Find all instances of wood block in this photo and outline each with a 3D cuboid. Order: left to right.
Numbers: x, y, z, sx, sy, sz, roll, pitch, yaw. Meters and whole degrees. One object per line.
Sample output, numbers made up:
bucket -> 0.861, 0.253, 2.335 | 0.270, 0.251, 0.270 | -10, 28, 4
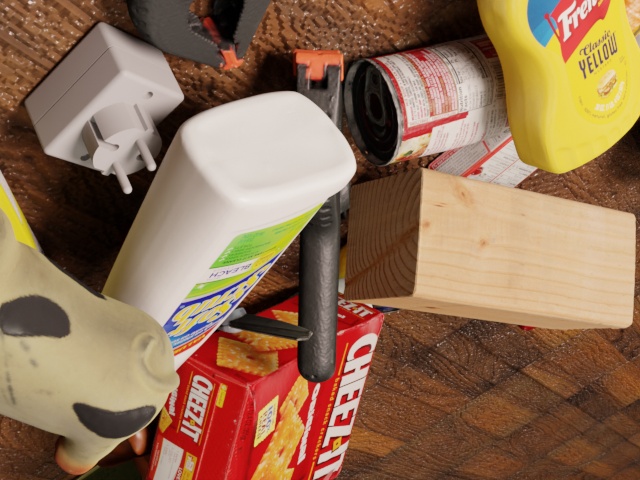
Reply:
wood block -> 0.130, 0.012, 0.801 | 0.205, 0.090, 0.091 | 9, 170, -30

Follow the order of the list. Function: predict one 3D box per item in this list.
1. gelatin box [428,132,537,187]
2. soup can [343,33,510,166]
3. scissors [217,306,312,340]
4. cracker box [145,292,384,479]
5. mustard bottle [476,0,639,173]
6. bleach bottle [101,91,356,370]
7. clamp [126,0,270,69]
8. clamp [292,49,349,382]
gelatin box -> 0.137, -0.067, 0.819 | 0.089, 0.030, 0.073 | -40, 151, 26
soup can -> 0.075, -0.091, 0.680 | 0.102, 0.068, 0.069 | -16, 150, -23
scissors -> -0.079, 0.057, 0.712 | 0.096, 0.016, 0.202 | -19, -167, -15
cracker box -> -0.041, 0.139, 0.816 | 0.213, 0.072, 0.164 | -19, 128, -59
mustard bottle -> 0.135, -0.139, 0.613 | 0.096, 0.058, 0.191 | -39, 128, -20
bleach bottle -> -0.079, 0.024, 0.631 | 0.102, 0.068, 0.251 | -21, 157, -42
clamp -> -0.070, -0.135, 0.505 | 0.120, 0.039, 0.171 | -20, 152, -13
clamp -> 0.000, -0.023, 0.668 | 0.036, 0.164, 0.210 | 1, 142, 3
